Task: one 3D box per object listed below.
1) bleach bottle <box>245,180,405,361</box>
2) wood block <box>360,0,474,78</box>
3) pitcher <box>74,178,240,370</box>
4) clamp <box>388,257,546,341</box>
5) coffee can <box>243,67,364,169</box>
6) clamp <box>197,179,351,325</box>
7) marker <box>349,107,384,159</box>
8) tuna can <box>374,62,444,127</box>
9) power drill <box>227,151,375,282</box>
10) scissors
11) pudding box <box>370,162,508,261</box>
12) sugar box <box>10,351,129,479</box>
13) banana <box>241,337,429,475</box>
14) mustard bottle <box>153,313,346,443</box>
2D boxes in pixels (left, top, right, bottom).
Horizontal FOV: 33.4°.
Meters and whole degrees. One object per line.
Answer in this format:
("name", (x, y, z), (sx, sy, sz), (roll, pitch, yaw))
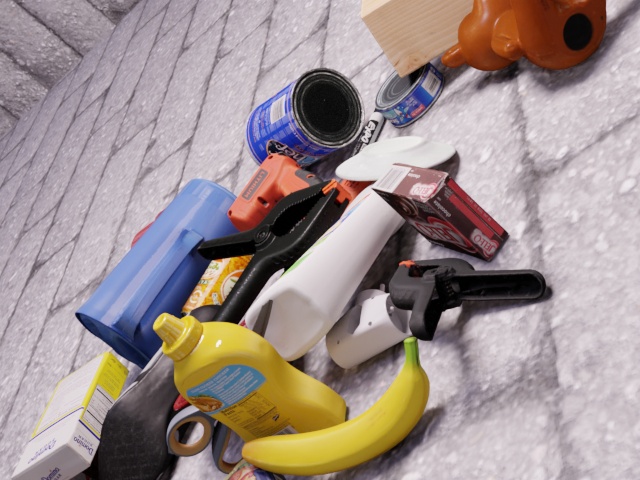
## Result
("bleach bottle", (0.026, 0.009, 1.069), (0.103, 0.068, 0.250), (-43, 4, 45))
("wood block", (0.158, -0.289, 1.231), (0.206, 0.090, 0.090), (-30, 22, 18))
("pitcher", (-0.187, 0.039, 1.352), (0.149, 0.145, 0.242), (17, 64, 42))
("clamp", (0.118, 0.040, 0.926), (0.120, 0.039, 0.171), (-12, 14, -7))
("coffee can", (-0.023, -0.148, 1.348), (0.141, 0.102, 0.102), (-22, 35, 60))
("clamp", (-0.058, 0.001, 1.156), (0.210, 0.036, 0.164), (-42, 34, 12))
("marker", (0.060, -0.128, 1.305), (0.020, 0.020, 0.121), (-17, 40, 50))
("tuna can", (0.106, -0.179, 1.281), (0.086, 0.033, 0.086), (-39, 27, 23))
("power drill", (-0.027, -0.019, 1.218), (0.184, 0.057, 0.188), (-53, 39, -9))
("scissors", (-0.097, 0.140, 1.011), (0.016, 0.096, 0.202), (-97, 10, -61))
("pudding box", (0.110, -0.028, 0.994), (0.039, 0.090, 0.114), (-51, 24, -6))
("sugar box", (-0.286, 0.211, 1.238), (0.093, 0.048, 0.176), (-33, 23, 22))
("banana", (0.023, 0.158, 0.905), (0.198, 0.070, 0.037), (-36, -12, 20))
("mustard bottle", (-0.073, 0.126, 0.959), (0.096, 0.191, 0.058), (-33, 29, 32))
